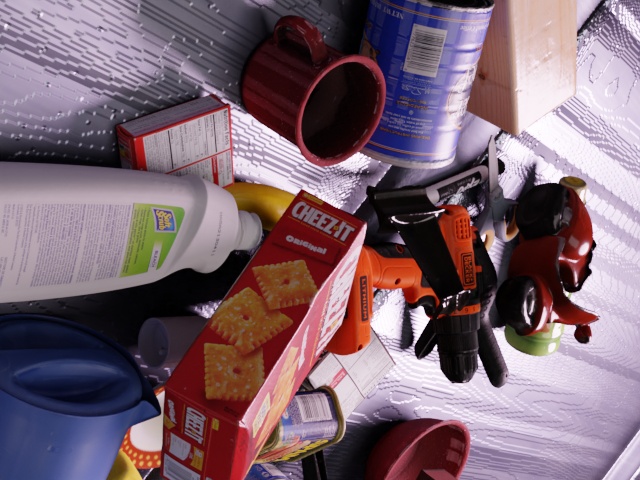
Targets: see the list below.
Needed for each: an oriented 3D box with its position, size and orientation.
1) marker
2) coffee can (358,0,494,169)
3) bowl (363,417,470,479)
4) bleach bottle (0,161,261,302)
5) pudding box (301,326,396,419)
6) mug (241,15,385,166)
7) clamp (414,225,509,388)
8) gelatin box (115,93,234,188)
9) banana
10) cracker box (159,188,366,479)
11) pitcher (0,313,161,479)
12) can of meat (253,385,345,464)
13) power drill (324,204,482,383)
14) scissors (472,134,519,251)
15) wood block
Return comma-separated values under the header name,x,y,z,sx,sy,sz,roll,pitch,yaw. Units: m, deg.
name,x,y,z,sx,sy,sz,roll,pitch,yaw
marker,0.148,-0.061,1.103,0.120,0.020,0.020,-23,131,-33
coffee can,0.080,-0.145,0.908,0.102,0.103,0.140,-12,124,-41
bowl,0.103,0.267,1.262,0.161,0.055,0.162,-26,133,-32
bleach bottle,-0.156,-0.002,0.766,0.250,0.068,0.103,1,116,-36
pudding box,0.022,0.125,1.092,0.090,0.039,0.113,-47,142,-12
mug,-0.011,-0.125,0.844,0.093,0.082,0.117,-38,138,-21
clamp,0.159,0.073,1.135,0.039,0.120,0.171,-24,128,-47
gelatin box,-0.110,-0.066,0.827,0.089,0.030,0.073,-25,131,-31
banana,-0.044,-0.013,0.926,0.069,0.037,0.197,-57,141,-1
cracker box,-0.046,0.090,0.865,0.213,0.072,0.164,-56,168,-35
pitcher,-0.241,0.184,0.807,0.144,0.149,0.243,-12,129,-60
can of meat,-0.042,0.179,1.023,0.083,0.057,0.102,3,153,-44
power drill,0.084,0.062,1.047,0.187,0.057,0.184,-7,92,-41
scissors,0.172,-0.033,1.128,0.096,0.016,0.201,-47,150,-1
wood block,0.169,-0.212,0.960,0.090,0.091,0.206,-35,137,-23
